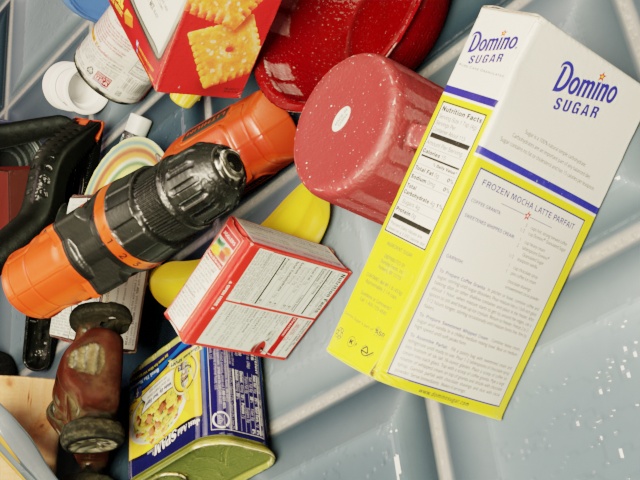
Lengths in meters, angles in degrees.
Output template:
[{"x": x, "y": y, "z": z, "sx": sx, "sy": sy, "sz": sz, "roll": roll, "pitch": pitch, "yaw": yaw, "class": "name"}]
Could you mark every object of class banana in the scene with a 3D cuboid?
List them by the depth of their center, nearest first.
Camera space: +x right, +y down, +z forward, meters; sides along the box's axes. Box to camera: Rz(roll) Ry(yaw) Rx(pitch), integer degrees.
[{"x": -0.055, "y": 0.013, "z": 0.704, "sx": 0.198, "sy": 0.037, "sz": 0.069, "roll": -31, "pitch": 33, "yaw": 37, "class": "banana"}]

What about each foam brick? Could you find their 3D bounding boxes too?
[{"x": -0.256, "y": -0.025, "z": 0.926, "sx": 0.051, "sy": 0.052, "sz": 0.078, "roll": 11, "pitch": 104, "yaw": 49, "class": "foam brick"}]

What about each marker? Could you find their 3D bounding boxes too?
[{"x": -0.169, "y": -0.046, "z": 0.877, "sx": 0.020, "sy": 0.020, "sz": 0.121, "roll": 25, "pitch": 93, "yaw": 52, "class": "marker"}]

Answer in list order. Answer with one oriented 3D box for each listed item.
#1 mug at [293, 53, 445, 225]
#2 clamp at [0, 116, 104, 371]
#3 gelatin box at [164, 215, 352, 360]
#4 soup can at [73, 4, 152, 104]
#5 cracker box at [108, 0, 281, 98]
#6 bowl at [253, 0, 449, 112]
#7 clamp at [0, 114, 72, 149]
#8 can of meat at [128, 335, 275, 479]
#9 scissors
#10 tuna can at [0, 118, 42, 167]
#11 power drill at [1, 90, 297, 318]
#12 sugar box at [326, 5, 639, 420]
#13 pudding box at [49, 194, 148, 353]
[{"x": 0.047, "y": -0.048, "z": 0.568, "sx": 0.117, "sy": 0.081, "sz": 0.093, "roll": 17, "pitch": 87, "yaw": 52, "class": "mug"}, {"x": -0.222, "y": -0.015, "z": 0.852, "sx": 0.036, "sy": 0.164, "sz": 0.210, "roll": 10, "pitch": 69, "yaw": 10, "class": "clamp"}, {"x": -0.036, "y": 0.030, "z": 0.625, "sx": 0.073, "sy": 0.089, "sz": 0.030, "roll": -54, "pitch": 50, "yaw": 17, "class": "gelatin box"}, {"x": -0.146, "y": -0.168, "z": 0.866, "sx": 0.102, "sy": 0.068, "sz": 0.068, "roll": -44, "pitch": 44, "yaw": 29, "class": "soup can"}, {"x": -0.067, "y": -0.221, "z": 0.657, "sx": 0.164, "sy": 0.071, "sz": 0.214, "roll": 59, "pitch": 135, "yaw": 37, "class": "cracker box"}, {"x": 0.028, "y": -0.146, "z": 0.657, "sx": 0.162, "sy": 0.055, "sz": 0.162, "roll": -25, "pitch": 56, "yaw": 42, "class": "bowl"}, {"x": -0.304, "y": -0.066, "z": 0.938, "sx": 0.039, "sy": 0.171, "sz": 0.120, "roll": 11, "pitch": 91, "yaw": 54, "class": "clamp"}, {"x": -0.078, "y": 0.110, "z": 0.667, "sx": 0.102, "sy": 0.057, "sz": 0.084, "roll": -36, "pitch": 47, "yaw": 36, "class": "can of meat"}, {"x": -0.164, "y": 0.161, "z": 0.677, "sx": 0.202, "sy": 0.096, "sz": 0.016, "roll": 33, "pitch": 60, "yaw": 30, "class": "scissors"}, {"x": -0.298, "y": -0.070, "z": 0.989, "sx": 0.034, "sy": 0.086, "sz": 0.086, "roll": 18, "pitch": 88, "yaw": 51, "class": "tuna can"}, {"x": -0.084, "y": -0.032, "z": 0.648, "sx": 0.185, "sy": 0.187, "sz": 0.057, "roll": -25, "pitch": 99, "yaw": 33, "class": "power drill"}, {"x": 0.080, "y": -0.010, "z": 0.503, "sx": 0.048, "sy": 0.093, "sz": 0.176, "roll": 25, "pitch": 93, "yaw": 52, "class": "sugar box"}, {"x": -0.159, "y": 0.022, "z": 0.780, "sx": 0.090, "sy": 0.039, "sz": 0.113, "roll": 3, "pitch": 85, "yaw": 56, "class": "pudding box"}]
